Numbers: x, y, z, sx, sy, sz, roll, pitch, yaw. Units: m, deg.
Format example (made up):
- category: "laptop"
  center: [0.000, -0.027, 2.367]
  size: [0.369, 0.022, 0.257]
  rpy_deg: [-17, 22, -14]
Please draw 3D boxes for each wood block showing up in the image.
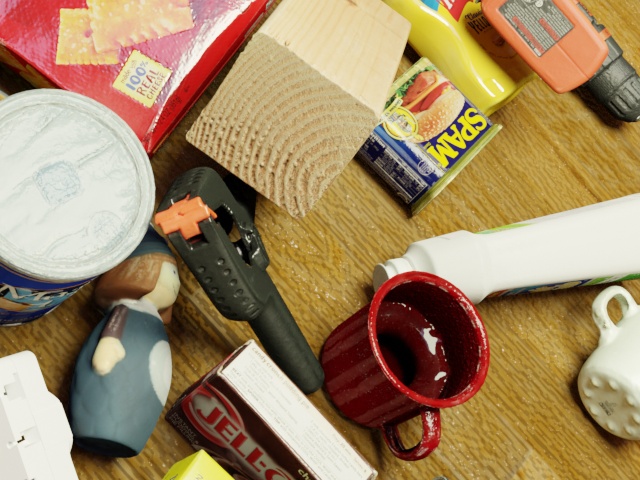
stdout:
- category: "wood block"
  center: [-0.006, -0.112, 0.726]
  size: [0.091, 0.090, 0.206]
  rpy_deg: [35, 27, -7]

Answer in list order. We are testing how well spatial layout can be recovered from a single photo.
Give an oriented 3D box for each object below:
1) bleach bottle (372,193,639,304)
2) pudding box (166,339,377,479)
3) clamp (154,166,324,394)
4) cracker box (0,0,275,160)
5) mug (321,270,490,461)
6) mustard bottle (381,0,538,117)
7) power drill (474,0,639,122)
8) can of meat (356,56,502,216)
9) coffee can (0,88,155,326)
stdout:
- category: "bleach bottle"
  center: [0.153, 0.013, 0.806]
  size: [0.250, 0.103, 0.068]
  rpy_deg: [-9, 86, -22]
- category: "pudding box"
  center: [-0.032, 0.123, 0.648]
  size: [0.113, 0.090, 0.039]
  rpy_deg: [45, 54, -1]
- category: "clamp"
  center: [-0.054, 0.001, 0.657]
  size: [0.036, 0.210, 0.164]
  rpy_deg: [-23, 67, 6]
- category: "cracker box"
  center: [-0.153, -0.179, 0.716]
  size: [0.213, 0.072, 0.164]
  rpy_deg: [38, 76, -7]
- category: "mug"
  center: [0.055, 0.089, 0.713]
  size: [0.093, 0.082, 0.117]
  rpy_deg: [2, 66, -29]
- category: "mustard bottle"
  center: [0.098, -0.192, 0.891]
  size: [0.191, 0.058, 0.096]
  rpy_deg: [51, 45, 4]
- category: "power drill"
  center: [0.205, -0.166, 0.887]
  size: [0.184, 0.057, 0.187]
  rpy_deg: [48, 19, 5]
- category: "can of meat"
  center: [0.078, -0.083, 0.829]
  size: [0.084, 0.058, 0.102]
  rpy_deg: [45, 54, 2]
- category: "coffee can"
  center: [-0.166, -0.013, 0.605]
  size: [0.102, 0.141, 0.103]
  rpy_deg: [8, 72, -27]
